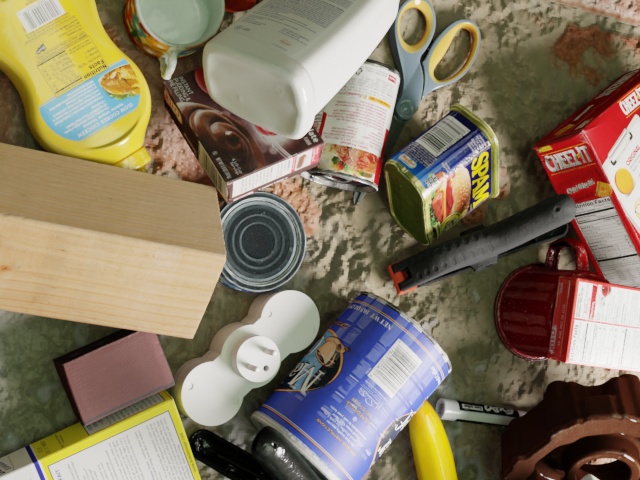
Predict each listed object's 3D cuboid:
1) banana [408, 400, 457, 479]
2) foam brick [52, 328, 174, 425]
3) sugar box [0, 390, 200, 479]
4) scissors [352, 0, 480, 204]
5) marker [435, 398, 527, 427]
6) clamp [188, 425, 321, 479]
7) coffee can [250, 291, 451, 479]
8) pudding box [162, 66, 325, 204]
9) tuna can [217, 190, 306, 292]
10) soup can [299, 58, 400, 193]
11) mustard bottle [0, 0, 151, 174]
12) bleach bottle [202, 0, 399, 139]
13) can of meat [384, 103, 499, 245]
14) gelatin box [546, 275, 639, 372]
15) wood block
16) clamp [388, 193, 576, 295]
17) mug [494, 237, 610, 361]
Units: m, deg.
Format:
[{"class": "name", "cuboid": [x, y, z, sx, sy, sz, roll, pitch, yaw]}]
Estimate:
[{"class": "banana", "cuboid": [0.104, 0.234, 0.936, 0.037, 0.069, 0.198, -7, 87, 11]}, {"class": "foam brick", "cuboid": [-0.163, 0.103, 0.838, 0.078, 0.053, 0.051, -24, 98, -21]}, {"class": "sugar box", "cuboid": [-0.185, 0.193, 0.828, 0.176, 0.048, 0.093, -22, 107, -18]}, {"class": "scissors", "cuboid": [0.065, -0.135, 0.948, 0.096, 0.016, 0.201, 46, 75, -13]}, {"class": "marker", "cuboid": [0.162, 0.162, 0.981, 0.121, 0.020, 0.020, 11, 85, -21]}, {"class": "clamp", "cuboid": [-0.009, 0.210, 0.841, 0.210, 0.165, 0.036, 43, 67, -19]}, {"class": "coffee can", "cuboid": [0.026, 0.127, 0.883, 0.102, 0.103, 0.140, 46, 74, -15]}, {"class": "pudding box", "cuboid": [-0.063, -0.095, 0.861, 0.090, 0.039, 0.113, -25, 69, -19]}, {"class": "tuna can", "cuboid": [-0.056, 0.001, 0.890, 0.086, 0.034, 0.086, 0, 90, -21]}, {"class": "soup can", "cuboid": [0.025, -0.098, 0.904, 0.068, 0.069, 0.102, 14, 84, -21]}, {"class": "mustard bottle", "cuboid": [-0.187, -0.117, 0.827, 0.096, 0.058, 0.191, -35, 101, -20]}, {"class": "bleach bottle", "cuboid": [0.017, -0.185, 0.869, 0.103, 0.068, 0.250, 26, 52, 23]}, {"class": "can of meat", "cuboid": [0.104, -0.054, 0.920, 0.084, 0.102, 0.057, -37, 59, -15]}, {"class": "gelatin box", "cuboid": [0.242, 0.073, 0.917, 0.089, 0.030, 0.073, 9, 88, -21]}, {"class": "wood block", "cuboid": [-0.184, -0.001, 0.794, 0.205, 0.091, 0.090, 11, 127, -21]}, {"class": "clamp", "cuboid": [0.143, 0.003, 0.920, 0.171, 0.120, 0.039, -22, 74, -3]}, {"class": "mug", "cuboid": [0.221, 0.055, 0.970, 0.093, 0.082, 0.117, 11, 86, -21]}]
